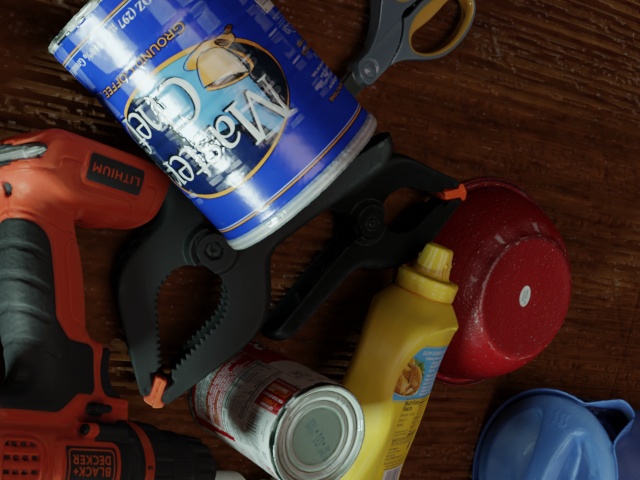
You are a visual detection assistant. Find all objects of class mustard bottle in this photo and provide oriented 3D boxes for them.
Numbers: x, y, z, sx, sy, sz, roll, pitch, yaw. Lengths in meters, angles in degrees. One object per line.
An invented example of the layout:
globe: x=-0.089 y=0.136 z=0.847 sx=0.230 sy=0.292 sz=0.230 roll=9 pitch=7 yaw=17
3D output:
mustard bottle: x=0.046 y=0.093 z=0.712 sx=0.096 sy=0.058 sz=0.192 roll=6 pitch=106 yaw=-64

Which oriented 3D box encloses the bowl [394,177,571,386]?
bowl: x=0.133 y=0.036 z=0.782 sx=0.161 sy=0.055 sz=0.162 roll=-8 pitch=105 yaw=-33

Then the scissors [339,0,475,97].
scissors: x=0.026 y=-0.130 z=0.685 sx=0.201 sy=0.016 sz=0.096 roll=-34 pitch=114 yaw=-30

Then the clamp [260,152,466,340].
clamp: x=0.018 y=-0.021 z=0.701 sx=0.171 sy=0.039 sz=0.120 roll=-28 pitch=118 yaw=-26

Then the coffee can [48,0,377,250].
coffee can: x=-0.054 y=-0.080 z=0.553 sx=0.102 sy=0.103 sz=0.140 roll=-46 pitch=103 yaw=-17

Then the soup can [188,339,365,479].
soup can: x=-0.028 y=0.105 z=0.658 sx=0.068 sy=0.102 sz=0.068 roll=-8 pitch=105 yaw=-33

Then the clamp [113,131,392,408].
clamp: x=-0.054 y=0.001 z=0.635 sx=0.164 sy=0.036 sz=0.210 roll=14 pitch=96 yaw=-12

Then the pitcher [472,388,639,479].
pitcher: x=0.241 y=0.203 z=0.862 sx=0.242 sy=0.149 sz=0.145 roll=14 pitch=78 yaw=-39

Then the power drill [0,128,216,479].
power drill: x=-0.115 y=0.048 z=0.546 sx=0.184 sy=0.057 sz=0.187 roll=21 pitch=62 yaw=-58
